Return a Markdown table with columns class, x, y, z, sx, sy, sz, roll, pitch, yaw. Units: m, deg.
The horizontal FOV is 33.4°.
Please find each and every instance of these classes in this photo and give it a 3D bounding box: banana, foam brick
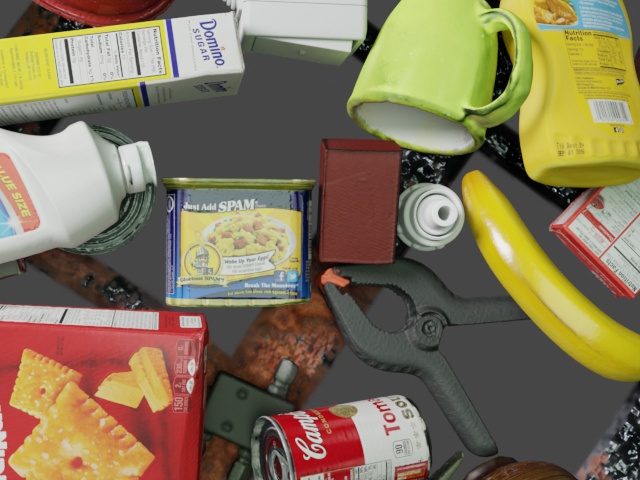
| class | x | y | z | sx | sy | sz | roll | pitch | yaw |
| --- | --- | --- | --- | --- | --- | --- | --- | --- | --- |
| banana | 0.161 | 0.034 | 0.729 | 0.198 | 0.069 | 0.037 | 43 | 125 | 3 |
| foam brick | 0.025 | -0.027 | 0.714 | 0.051 | 0.053 | 0.078 | 2 | 104 | -4 |

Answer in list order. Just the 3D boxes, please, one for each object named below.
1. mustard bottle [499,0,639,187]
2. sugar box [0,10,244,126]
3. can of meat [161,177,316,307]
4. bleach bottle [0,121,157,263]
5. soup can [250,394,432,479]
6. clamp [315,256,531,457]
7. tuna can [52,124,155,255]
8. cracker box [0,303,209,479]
| class | x | y | z | sx | sy | sz | roll | pitch | yaw |
| --- | --- | --- | --- | --- | --- | --- | --- | --- | --- |
| mustard bottle | 0.170 | -0.134 | 0.729 | 0.096 | 0.058 | 0.191 | -1 | 74 | -25 |
| sugar box | -0.140 | -0.109 | 0.686 | 0.176 | 0.093 | 0.048 | -11 | 90 | -8 |
| can of meat | -0.055 | 0.001 | 0.712 | 0.102 | 0.057 | 0.084 | 0 | 91 | -6 |
| bleach bottle | -0.228 | -0.031 | 0.650 | 0.250 | 0.068 | 0.102 | -12 | 91 | -11 |
| soup can | 0.014 | 0.141 | 0.699 | 0.102 | 0.069 | 0.068 | -6 | 89 | -24 |
| clamp | 0.081 | 0.056 | 0.738 | 0.171 | 0.039 | 0.120 | 37 | 73 | -7 |
| tuna can | -0.153 | -0.033 | 0.712 | 0.086 | 0.034 | 0.086 | 0 | 89 | -7 |
| cracker box | -0.181 | 0.125 | 0.663 | 0.213 | 0.072 | 0.164 | 4 | 96 | -9 |
